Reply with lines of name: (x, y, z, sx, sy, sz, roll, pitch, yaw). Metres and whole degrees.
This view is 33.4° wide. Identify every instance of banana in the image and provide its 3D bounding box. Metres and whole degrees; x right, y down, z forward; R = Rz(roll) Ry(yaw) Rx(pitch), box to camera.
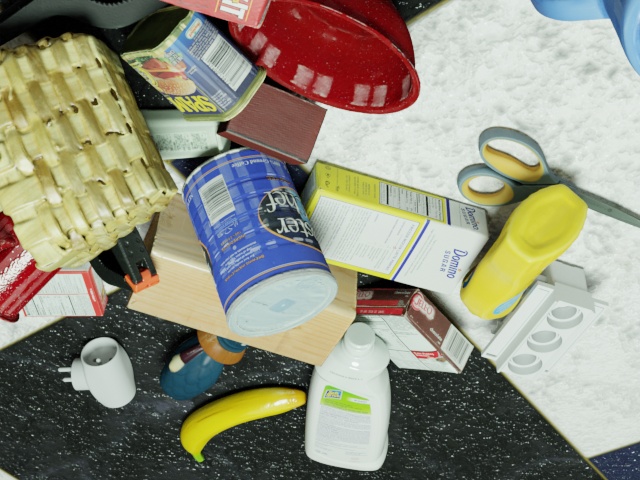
banana: (-0.107, 0.212, 1.277, 0.198, 0.037, 0.069, -32, 143, 33)

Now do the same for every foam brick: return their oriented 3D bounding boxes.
foam brick: (-0.044, -0.103, 0.926, 0.078, 0.051, 0.053, 21, 178, -17)

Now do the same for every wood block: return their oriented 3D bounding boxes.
wood block: (-0.076, 0.040, 1.060, 0.206, 0.090, 0.091, 19, 133, -14)

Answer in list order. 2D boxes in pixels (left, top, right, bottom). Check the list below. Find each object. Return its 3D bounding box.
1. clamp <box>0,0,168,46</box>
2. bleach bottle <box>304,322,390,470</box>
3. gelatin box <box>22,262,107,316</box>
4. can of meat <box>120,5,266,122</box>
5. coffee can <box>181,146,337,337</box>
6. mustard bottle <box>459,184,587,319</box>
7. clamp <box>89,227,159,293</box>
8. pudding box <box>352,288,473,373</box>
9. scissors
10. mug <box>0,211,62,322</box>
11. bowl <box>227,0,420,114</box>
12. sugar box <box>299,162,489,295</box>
clamp: (-0.208, -0.220, 0.844, 0.210, 0.036, 0.164, -3, 135, 4)
bleach bottle: (0.038, 0.169, 1.172, 0.102, 0.068, 0.251, 8, 144, 0)
gelatin box: (-0.276, 0.047, 1.125, 0.089, 0.030, 0.073, 0, 137, 5)
can of meat: (-0.107, -0.146, 0.874, 0.083, 0.057, 0.102, 42, 162, -29)
coffee can: (-0.056, 0.001, 0.960, 0.102, 0.140, 0.103, -18, 152, -10)
mustard bottle: (0.181, 0.026, 1.019, 0.058, 0.096, 0.192, 42, 151, 10)
clamp: (-0.211, -0.022, 0.990, 0.172, 0.039, 0.120, 35, 141, 26)
pudding box: (0.092, 0.093, 1.115, 0.090, 0.039, 0.113, -1, 141, 47)
scissors: (0.213, -0.038, 1.010, 0.201, 0.016, 0.096, 33, 130, -26)
mug: (-0.305, 0.019, 1.033, 0.081, 0.117, 0.093, -45, 81, 2)
bowl: (0.011, -0.164, 0.843, 0.162, 0.055, 0.162, 21, 164, 6)
sugar box: (0.063, -0.010, 1.031, 0.176, 0.048, 0.093, 14, 135, -15)
